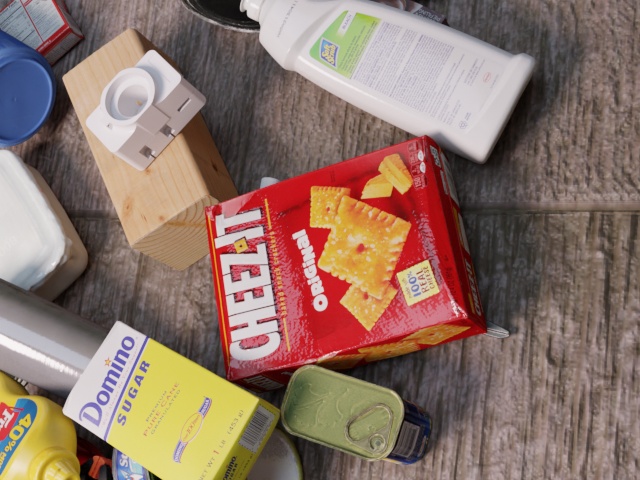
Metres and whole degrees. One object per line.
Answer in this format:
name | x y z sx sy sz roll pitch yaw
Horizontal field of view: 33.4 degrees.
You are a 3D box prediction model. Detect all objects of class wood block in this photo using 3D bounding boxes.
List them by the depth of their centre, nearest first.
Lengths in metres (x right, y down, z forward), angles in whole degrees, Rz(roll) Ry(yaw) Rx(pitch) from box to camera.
wood block | -0.158 -0.088 1.022 0.090 0.090 0.206 -33 63 12

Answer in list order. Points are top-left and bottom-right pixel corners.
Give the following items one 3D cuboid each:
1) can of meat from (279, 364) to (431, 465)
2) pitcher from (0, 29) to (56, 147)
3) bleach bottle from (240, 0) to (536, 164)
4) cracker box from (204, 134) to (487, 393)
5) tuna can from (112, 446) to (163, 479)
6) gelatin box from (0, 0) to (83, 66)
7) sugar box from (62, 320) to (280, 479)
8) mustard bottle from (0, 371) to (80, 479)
can of meat | 0.032 0.145 0.866 0.102 0.083 0.057 14 80 27
pitcher | -0.395 -0.178 1.135 0.243 0.149 0.145 28 75 32
bleach bottle | 0.050 -0.163 0.918 0.251 0.068 0.102 28 88 8
cracker box | 0.016 0.022 0.898 0.214 0.072 0.164 -17 67 18
tuna can | -0.144 0.196 0.930 0.034 0.086 0.086 -9 71 20
gelatin box | -0.310 -0.235 1.173 0.073 0.030 0.089 -38 63 11
sugar box | -0.125 0.139 0.867 0.176 0.048 0.093 22 75 35
mustard bottle | -0.264 0.179 0.928 0.192 0.058 0.096 15 68 46
